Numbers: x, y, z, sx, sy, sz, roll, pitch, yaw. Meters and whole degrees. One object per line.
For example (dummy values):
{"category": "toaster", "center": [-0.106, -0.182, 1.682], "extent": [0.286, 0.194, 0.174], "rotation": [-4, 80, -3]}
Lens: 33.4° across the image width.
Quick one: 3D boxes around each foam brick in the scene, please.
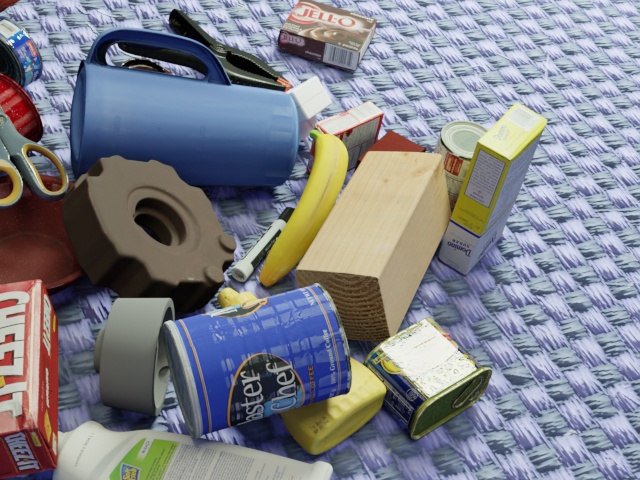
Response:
{"category": "foam brick", "center": [0.078, -0.082, 1.243], "extent": [0.051, 0.053, 0.078], "rotation": [31, 48, 17]}

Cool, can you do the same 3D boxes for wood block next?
{"category": "wood block", "center": [0.061, 0.002, 1.115], "extent": [0.090, 0.091, 0.205], "rotation": [5, 41, 25]}

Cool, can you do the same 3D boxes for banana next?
{"category": "banana", "center": [-0.010, -0.040, 1.138], "extent": [0.037, 0.070, 0.197], "rotation": [31, 63, -22]}

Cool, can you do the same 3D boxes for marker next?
{"category": "marker", "center": [-0.058, 0.001, 1.155], "extent": [0.020, 0.020, 0.121], "rotation": [27, 47, 13]}

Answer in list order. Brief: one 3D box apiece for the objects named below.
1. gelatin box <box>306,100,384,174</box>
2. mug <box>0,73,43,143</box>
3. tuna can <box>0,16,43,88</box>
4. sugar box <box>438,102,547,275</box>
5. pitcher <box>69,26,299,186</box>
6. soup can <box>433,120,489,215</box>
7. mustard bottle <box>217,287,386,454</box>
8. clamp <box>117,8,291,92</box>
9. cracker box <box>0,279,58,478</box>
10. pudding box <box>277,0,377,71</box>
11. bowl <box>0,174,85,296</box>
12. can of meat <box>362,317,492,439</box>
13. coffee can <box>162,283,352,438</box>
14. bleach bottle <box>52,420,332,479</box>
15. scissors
{"category": "gelatin box", "center": [0.028, -0.116, 1.250], "extent": [0.089, 0.073, 0.030], "rotation": [-27, 56, -32]}
{"category": "mug", "center": [-0.369, -0.132, 1.154], "extent": [0.093, 0.117, 0.081], "rotation": [-3, 34, 45]}
{"category": "tuna can", "center": [-0.368, -0.216, 1.249], "extent": [0.086, 0.086, 0.033], "rotation": [30, 49, 16]}
{"category": "sugar box", "center": [0.183, -0.053, 1.151], "extent": [0.048, 0.176, 0.093], "rotation": [34, 48, 16]}
{"category": "pitcher", "center": [-0.150, -0.130, 1.169], "extent": [0.242, 0.149, 0.145], "rotation": [3, 60, -19]}
{"category": "soup can", "center": [0.157, -0.078, 1.222], "extent": [0.068, 0.102, 0.068], "rotation": [6, 46, -7]}
{"category": "mustard bottle", "center": [-0.034, 0.112, 1.026], "extent": [0.096, 0.058, 0.192], "rotation": [-31, 60, -30]}
{"category": "clamp", "center": [-0.133, -0.232, 1.341], "extent": [0.210, 0.036, 0.164], "rotation": [23, 29, 0]}
{"category": "cracker box", "center": [-0.336, 0.127, 0.906], "extent": [0.213, 0.072, 0.164], "rotation": [-10, 48, -3]}
{"category": "pudding box", "center": [0.009, -0.276, 1.423], "extent": [0.113, 0.039, 0.090], "rotation": [19, 45, 6]}
{"category": "bowl", "center": [-0.294, 0.006, 1.071], "extent": [0.162, 0.055, 0.162], "rotation": [6, 46, -7]}
{"category": "can of meat", "center": [0.101, 0.132, 1.040], "extent": [0.101, 0.057, 0.084], "rotation": [-25, 54, -32]}
{"category": "coffee can", "center": [-0.056, 0.103, 0.926], "extent": [0.140, 0.103, 0.103], "rotation": [-14, 51, -15]}
{"category": "bleach bottle", "center": [-0.123, 0.205, 0.915], "extent": [0.251, 0.068, 0.102], "rotation": [16, 41, 7]}
{"category": "scissors", "center": [-0.339, -0.106, 1.094], "extent": [0.096, 0.016, 0.202], "rotation": [-37, 74, -29]}
